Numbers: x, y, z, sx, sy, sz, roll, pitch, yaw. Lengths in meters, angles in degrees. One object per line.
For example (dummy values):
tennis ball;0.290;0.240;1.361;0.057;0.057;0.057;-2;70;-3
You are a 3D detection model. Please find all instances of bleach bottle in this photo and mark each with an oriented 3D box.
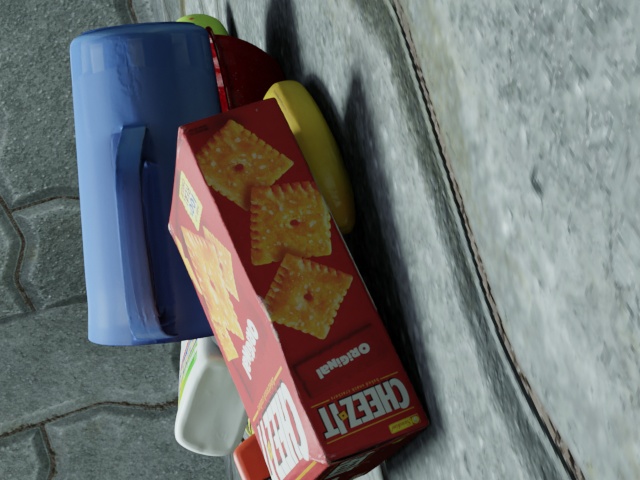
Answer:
bleach bottle;-0.120;0.137;1.142;0.251;0.068;0.102;-136;63;-76

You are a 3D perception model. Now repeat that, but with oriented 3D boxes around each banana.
banana;-0.011;-0.068;0.726;0.069;0.037;0.198;64;180;-25

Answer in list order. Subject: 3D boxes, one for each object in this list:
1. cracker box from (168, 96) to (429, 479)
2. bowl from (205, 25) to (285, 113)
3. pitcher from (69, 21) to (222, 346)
cracker box;-0.026;0.045;0.664;0.164;0.072;0.214;114;134;-66
bowl;-0.057;-0.102;0.894;0.162;0.055;0.162;170;90;-80
pitcher;-0.128;-0.042;0.825;0.149;0.144;0.243;1;100;50
